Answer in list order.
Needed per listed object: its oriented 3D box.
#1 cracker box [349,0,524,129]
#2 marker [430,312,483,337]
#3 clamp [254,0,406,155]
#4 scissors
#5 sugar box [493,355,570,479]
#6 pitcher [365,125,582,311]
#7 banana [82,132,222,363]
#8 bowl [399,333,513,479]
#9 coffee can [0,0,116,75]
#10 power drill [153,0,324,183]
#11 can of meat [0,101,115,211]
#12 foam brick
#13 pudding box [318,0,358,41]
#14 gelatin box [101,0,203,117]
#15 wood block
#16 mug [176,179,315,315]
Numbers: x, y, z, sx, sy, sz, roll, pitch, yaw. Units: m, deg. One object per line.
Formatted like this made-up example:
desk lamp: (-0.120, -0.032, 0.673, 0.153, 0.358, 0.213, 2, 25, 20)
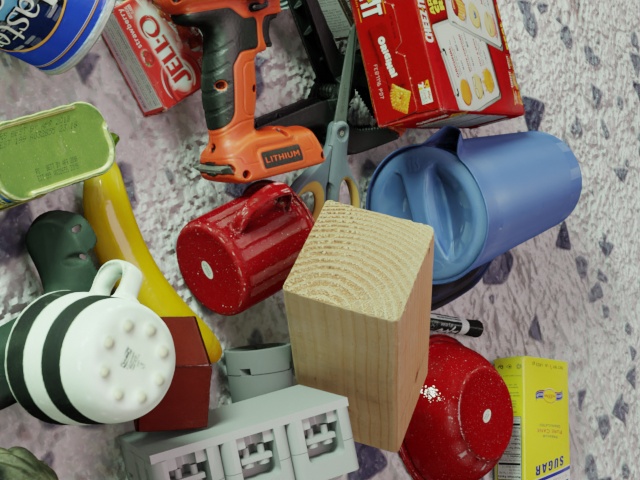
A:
cracker box: (0.107, -0.188, 0.993, 0.213, 0.072, 0.164, -10, 86, -60)
marker: (0.125, 0.084, 1.076, 0.120, 0.020, 0.020, 12, 73, -45)
clamp: (0.009, -0.144, 0.968, 0.209, 0.036, 0.164, 13, 92, -47)
scissors: (0.001, -0.085, 0.941, 0.096, 0.016, 0.202, -18, 113, -37)
sugar box: (0.226, 0.214, 1.137, 0.093, 0.048, 0.176, 11, 73, -45)
pitcher: (0.163, -0.035, 1.074, 0.242, 0.149, 0.145, -16, 77, -50)
banana: (-0.132, 0.017, 0.805, 0.069, 0.037, 0.198, -35, 107, -44)
bowl: (0.142, 0.171, 1.050, 0.161, 0.055, 0.162, 11, 75, -45)
coffee can: (-0.218, -0.185, 0.707, 0.140, 0.103, 0.103, 24, 65, -41)
power drill: (-0.046, -0.148, 0.857, 0.184, 0.057, 0.188, -18, 106, -38)
can of meat: (-0.200, -0.053, 0.713, 0.101, 0.084, 0.057, -27, 102, -46)
foam brick: (-0.110, 0.094, 0.764, 0.051, 0.078, 0.053, 1, 113, -16)
pudding box: (0.021, -0.258, 0.997, 0.090, 0.039, 0.113, 55, 35, -46)
gelatin box: (-0.128, -0.153, 0.850, 0.073, 0.030, 0.089, -42, 112, -42)
wood block: (0.035, 0.075, 0.855, 0.206, 0.090, 0.090, 85, 25, -52)
mug: (-0.055, 0.001, 0.838, 0.093, 0.117, 0.081, 46, 47, 16)
